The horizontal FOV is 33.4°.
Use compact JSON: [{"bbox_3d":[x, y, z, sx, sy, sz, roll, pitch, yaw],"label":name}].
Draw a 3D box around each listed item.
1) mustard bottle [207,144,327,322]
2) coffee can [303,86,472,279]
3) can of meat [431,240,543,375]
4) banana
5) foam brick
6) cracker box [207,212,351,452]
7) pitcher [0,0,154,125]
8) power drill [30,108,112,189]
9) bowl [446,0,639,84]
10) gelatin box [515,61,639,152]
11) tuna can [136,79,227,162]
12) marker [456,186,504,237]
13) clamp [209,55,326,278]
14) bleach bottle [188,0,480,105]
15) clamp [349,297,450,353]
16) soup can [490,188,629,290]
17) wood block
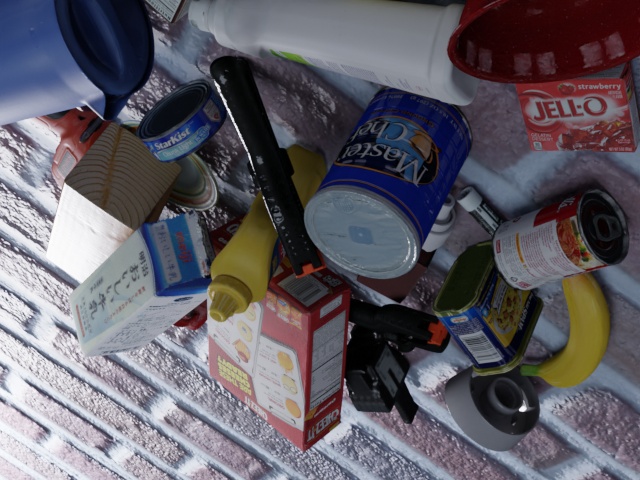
[{"bbox_3d":[-0.056,0.001,1.018,0.058,0.191,0.096,27,143,4],"label":"mustard bottle"},{"bbox_3d":[0.060,-0.052,0.920,0.103,0.140,0.103,19,142,15],"label":"coffee can"},{"bbox_3d":[0.160,0.063,1.021,0.058,0.102,0.084,-15,123,43],"label":"can of meat"},{"bbox_3d":[0.248,0.093,1.046,0.069,0.037,0.198,15,140,6],"label":"banana"},{"bbox_3d":[0.079,0.016,1.061,0.053,0.051,0.078,30,144,-1],"label":"foam brick"},{"bbox_3d":[-0.048,0.099,1.162,0.164,0.072,0.214,34,139,33],"label":"cracker box"},{"bbox_3d":[-0.287,-0.181,0.987,0.243,0.149,0.145,-11,136,28],"label":"pitcher"},{"bbox_3d":[-0.328,-0.138,1.152,0.187,0.057,0.185,37,143,-9],"label":"power drill"},{"bbox_3d":[0.166,-0.167,0.749,0.162,0.055,0.162,-5,165,-1],"label":"bowl"},{"bbox_3d":[0.205,-0.106,0.851,0.089,0.030,0.073,4,136,30],"label":"gelatin box"},{"bbox_3d":[-0.132,-0.114,1.024,0.086,0.086,0.033,-8,131,40],"label":"tuna can"},{"bbox_3d":[0.173,-0.004,1.002,0.121,0.020,0.020,44,141,-19],"label":"marker"},{"bbox_3d":[-0.046,-0.071,0.939,0.036,0.164,0.210,-21,106,3],"label":"clamp"},{"bbox_3d":[0.003,-0.169,0.867,0.251,0.068,0.102,15,179,21],"label":"bleach bottle"},{"bbox_3d":[0.089,0.094,1.111,0.120,0.039,0.172,24,172,-31],"label":"clamp"},{"bbox_3d":[0.210,0.002,0.942,0.068,0.068,0.102,45,142,-19],"label":"soup can"},{"bbox_3d":[-0.230,-0.028,1.162,0.090,0.090,0.206,34,151,-3],"label":"wood block"}]
